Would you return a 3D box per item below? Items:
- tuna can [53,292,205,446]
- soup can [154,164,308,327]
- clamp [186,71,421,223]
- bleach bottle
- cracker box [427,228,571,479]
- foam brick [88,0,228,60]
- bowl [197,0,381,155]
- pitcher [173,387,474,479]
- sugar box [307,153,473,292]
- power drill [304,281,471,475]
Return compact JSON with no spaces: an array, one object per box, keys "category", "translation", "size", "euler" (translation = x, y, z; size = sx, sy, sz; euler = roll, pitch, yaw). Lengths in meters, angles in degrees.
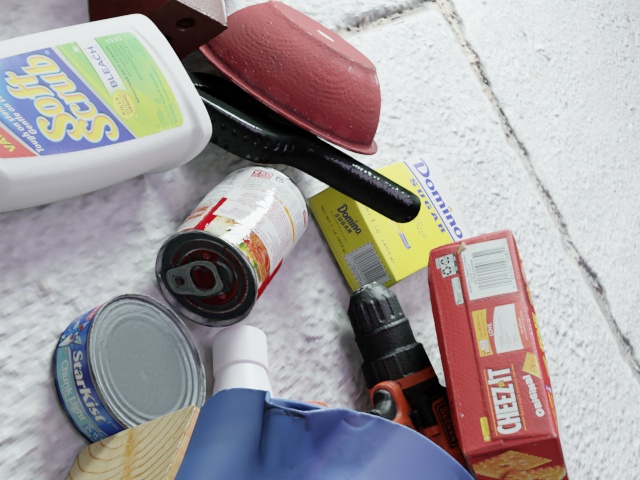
[{"category":"tuna can","translation":[-0.105,0.075,0.593],"size":[0.086,0.034,0.086],"euler":[35,42,-39]},{"category":"soup can","translation":[-0.055,0.001,0.690],"size":[0.068,0.069,0.102],"euler":[55,32,-14]},{"category":"clamp","translation":[-0.029,-0.074,0.763],"size":[0.209,0.036,0.165],"euler":[10,27,-48]},{"category":"bleach bottle","translation":[-0.164,-0.056,0.576],"size":[0.102,0.068,0.250],"euler":[61,34,-4]},{"category":"cracker box","translation":[0.142,0.117,0.820],"size":[0.213,0.072,0.164],"euler":[62,18,-57]},{"category":"foam brick","translation":[-0.108,-0.153,0.712],"size":[0.052,0.078,0.051],"euler":[20,50,-49]},{"category":"bowl","translation":[-0.012,-0.130,0.788],"size":[0.162,0.055,0.162],"euler":[31,16,-10]},{"category":"pitcher","translation":[-0.029,0.192,0.401],"size":[0.149,0.145,0.242],"euler":[37,53,-16]},{"category":"sugar box","translation":[0.065,-0.017,0.900],"size":[0.175,0.048,0.093],"euler":[-24,86,-57]},{"category":"power drill","translation":[0.034,0.126,0.738],"size":[0.187,0.057,0.184],"euler":[-14,80,-58]}]
